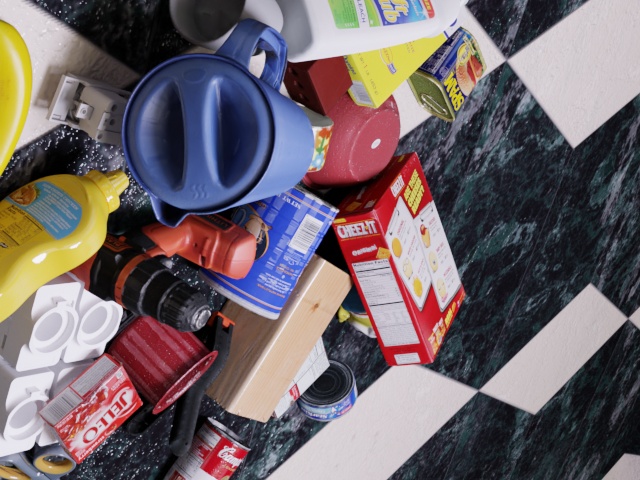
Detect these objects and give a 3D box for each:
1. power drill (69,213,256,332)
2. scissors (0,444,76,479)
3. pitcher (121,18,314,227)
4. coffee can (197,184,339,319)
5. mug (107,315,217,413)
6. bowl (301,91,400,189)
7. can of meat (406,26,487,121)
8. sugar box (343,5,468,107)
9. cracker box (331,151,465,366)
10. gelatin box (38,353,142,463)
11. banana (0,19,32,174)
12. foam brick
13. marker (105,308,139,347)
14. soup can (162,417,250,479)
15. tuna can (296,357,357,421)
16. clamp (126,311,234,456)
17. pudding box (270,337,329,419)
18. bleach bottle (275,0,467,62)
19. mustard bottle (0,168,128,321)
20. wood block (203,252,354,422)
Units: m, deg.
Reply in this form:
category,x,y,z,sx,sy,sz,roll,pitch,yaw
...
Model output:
category,x,y,z,sx,sy,sz,roll,pitch,yaw
power drill,-0.142,0.019,1.021,0.187,0.185,0.057,-17,131,-59
scissors,-0.275,0.253,1.137,0.096,0.016,0.201,-16,149,16
pitcher,-0.074,-0.103,0.984,0.149,0.145,0.242,-22,179,11
coffee can,-0.058,0.001,1.179,0.140,0.103,0.102,-60,148,3
mug,-0.171,0.126,1.139,0.093,0.081,0.117,-43,171,-20
bowl,0.045,-0.122,1.259,0.161,0.055,0.162,-34,141,-34
can of meat,0.159,-0.212,1.337,0.084,0.058,0.102,-55,149,-10
sugar box,0.088,-0.239,1.199,0.176,0.048,0.093,-45,127,-21
cracker box,0.099,0.023,1.321,0.164,0.072,0.213,-53,126,-53
gelatin box,-0.222,0.164,1.044,0.089,0.030,0.073,-42,145,-23
banana,-0.274,-0.096,0.866,0.069,0.037,0.198,4,113,-36
foam brick,-0.008,-0.182,1.136,0.051,0.053,0.078,-49,147,-15
marker,-0.213,0.089,1.122,0.121,0.020,0.020,-42,145,-24
soup can,-0.144,0.283,1.338,0.102,0.069,0.068,-54,148,-5
tuna can,0.007,0.202,1.458,0.086,0.086,0.034,-40,142,-27
clamp,-0.157,0.161,1.212,0.039,0.120,0.171,45,59,-36
pudding box,-0.042,0.169,1.409,0.113,0.039,0.090,-45,146,-23
bleach bottle,0.060,-0.251,1.104,0.250,0.068,0.102,-19,90,-39
mustard bottle,-0.244,-0.006,0.922,0.191,0.096,0.058,-39,143,-28
wood block,-0.061,0.103,1.276,0.206,0.090,0.090,-58,147,0
